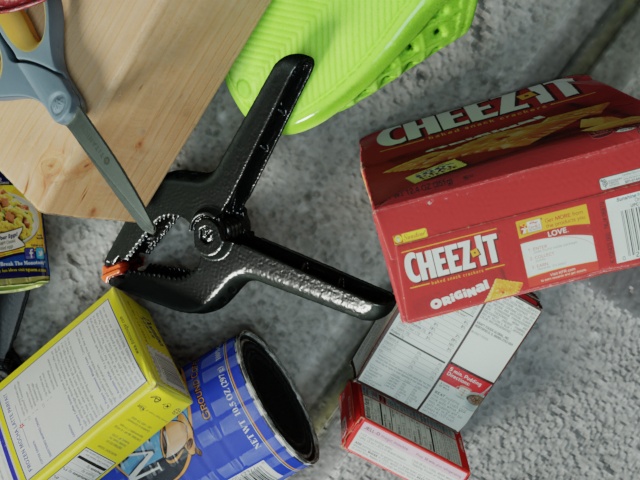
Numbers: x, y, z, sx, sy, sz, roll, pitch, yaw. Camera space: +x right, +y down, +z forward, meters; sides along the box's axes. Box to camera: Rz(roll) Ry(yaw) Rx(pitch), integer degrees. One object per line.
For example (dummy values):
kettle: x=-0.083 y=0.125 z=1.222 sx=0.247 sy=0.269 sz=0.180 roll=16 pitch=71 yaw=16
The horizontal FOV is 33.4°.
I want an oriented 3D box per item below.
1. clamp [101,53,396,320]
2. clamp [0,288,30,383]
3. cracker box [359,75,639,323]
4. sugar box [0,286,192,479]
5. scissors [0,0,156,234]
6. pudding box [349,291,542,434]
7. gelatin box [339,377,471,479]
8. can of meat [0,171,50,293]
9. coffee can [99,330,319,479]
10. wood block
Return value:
clamp: x=-0.054 y=0.001 z=0.676 sx=0.210 sy=0.036 sz=0.164 roll=-28 pitch=84 yaw=32
clamp: x=-0.223 y=0.082 z=0.748 sx=0.171 sy=0.039 sz=0.120 roll=-30 pitch=99 yaw=2
cracker box: x=0.110 y=-0.035 z=0.618 sx=0.164 sy=0.213 sz=0.072 roll=-15 pitch=105 yaw=4
sugar box: x=-0.174 y=0.122 z=0.695 sx=0.176 sy=0.093 sz=0.048 roll=-41 pitch=138 yaw=7
scissors: x=-0.158 y=-0.071 z=0.601 sx=0.096 sy=0.016 sz=0.202 roll=-32 pitch=71 yaw=27
pudding box: x=0.086 y=0.067 z=0.742 sx=0.090 sy=0.039 sz=0.113 roll=28 pitch=103 yaw=-8
gelatin box: x=0.057 y=0.136 z=0.745 sx=0.089 sy=0.073 sz=0.030 roll=27 pitch=105 yaw=-8
can of meat: x=-0.222 y=-0.008 z=0.674 sx=0.058 sy=0.101 sz=0.084 roll=-12 pitch=84 yaw=38
coffee can: x=-0.086 y=0.140 z=0.731 sx=0.140 sy=0.103 sz=0.103 roll=-31 pitch=105 yaw=9
wood block: x=-0.112 y=-0.121 z=0.639 sx=0.091 sy=0.090 sz=0.206 roll=41 pitch=107 yaw=26
